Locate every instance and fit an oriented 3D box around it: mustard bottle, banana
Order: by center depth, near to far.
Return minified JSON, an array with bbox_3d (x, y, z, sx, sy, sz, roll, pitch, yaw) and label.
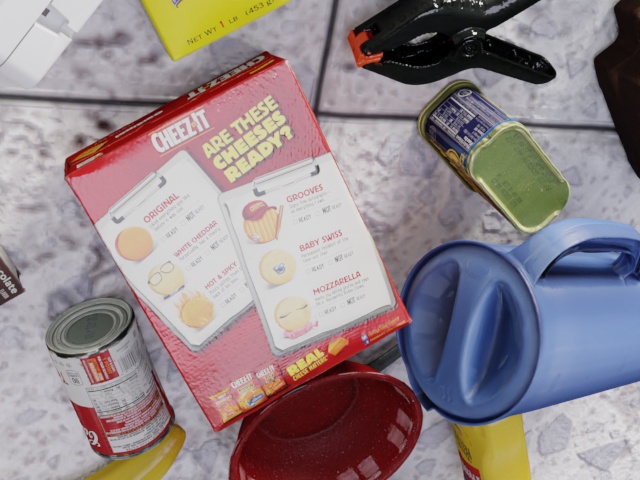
[{"bbox_3d":[-0.197,0.202,0.843,0.197,0.037,0.069,-15,123,-14],"label":"banana"},{"bbox_3d":[0.152,0.193,0.940,0.058,0.096,0.191,-22,123,-9],"label":"mustard bottle"}]

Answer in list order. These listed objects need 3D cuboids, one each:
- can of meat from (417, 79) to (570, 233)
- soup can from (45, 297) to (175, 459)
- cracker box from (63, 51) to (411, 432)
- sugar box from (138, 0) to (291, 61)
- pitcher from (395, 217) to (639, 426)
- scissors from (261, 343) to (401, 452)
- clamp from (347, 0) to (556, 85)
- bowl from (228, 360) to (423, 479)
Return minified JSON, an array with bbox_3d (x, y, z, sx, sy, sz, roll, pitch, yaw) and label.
[{"bbox_3d":[0.131,-0.061,0.798,0.057,0.084,0.102,-44,124,5],"label":"can of meat"},{"bbox_3d":[-0.154,0.101,0.786,0.068,0.068,0.102,-21,123,-10],"label":"soup can"},{"bbox_3d":[-0.055,0.001,0.746,0.164,0.072,0.213,-29,111,-6],"label":"cracker box"},{"bbox_3d":[-0.092,-0.209,0.652,0.093,0.048,0.176,-29,125,-4],"label":"sugar box"},{"bbox_3d":[0.191,0.058,0.830,0.242,0.149,0.145,-1,89,-42],"label":"pitcher"},{"bbox_3d":[0.017,0.111,0.890,0.096,0.016,0.202,35,101,-33],"label":"scissors"},{"bbox_3d":[0.107,-0.154,0.749,0.171,0.039,0.120,-7,138,-19],"label":"clamp"},{"bbox_3d":[-0.002,0.147,0.849,0.162,0.055,0.162,-12,131,-15],"label":"bowl"}]
